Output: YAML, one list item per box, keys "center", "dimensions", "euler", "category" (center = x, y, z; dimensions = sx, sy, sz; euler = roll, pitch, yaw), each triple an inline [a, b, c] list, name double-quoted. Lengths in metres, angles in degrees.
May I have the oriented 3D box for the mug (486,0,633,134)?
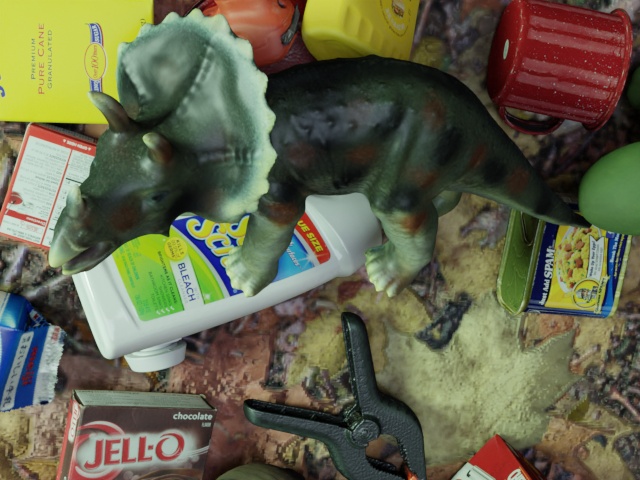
- center: [0.171, -0.127, 0.802]
  dimensions: [0.081, 0.093, 0.117]
  euler: [10, 140, -7]
  category: "mug"

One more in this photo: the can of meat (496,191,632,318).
- center: [0.196, 0.011, 0.852]
  dimensions: [0.084, 0.057, 0.102]
  euler: [6, 104, -12]
  category: "can of meat"

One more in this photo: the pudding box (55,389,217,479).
- center: [-0.145, 0.165, 0.836]
  dimensions: [0.113, 0.039, 0.090]
  euler: [5, 105, -30]
  category: "pudding box"

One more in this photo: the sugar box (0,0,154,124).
- center: [-0.207, -0.131, 0.756]
  dimensions: [0.176, 0.048, 0.093]
  euler: [0, 105, -10]
  category: "sugar box"

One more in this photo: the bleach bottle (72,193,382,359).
- center: [-0.055, 0.001, 0.792]
  dimensions: [0.250, 0.068, 0.102]
  euler: [-20, 86, -18]
  category: "bleach bottle"

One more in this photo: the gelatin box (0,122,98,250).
- center: [-0.193, -0.036, 0.793]
  dimensions: [0.073, 0.030, 0.089]
  euler: [18, 102, -14]
  category: "gelatin box"

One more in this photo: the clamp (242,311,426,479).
- center: [0.035, 0.140, 0.872]
  dimensions: [0.171, 0.039, 0.120]
  euler: [38, 101, -22]
  category: "clamp"

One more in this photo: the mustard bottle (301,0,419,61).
- center: [0.044, -0.210, 0.745]
  dimensions: [0.096, 0.058, 0.191]
  euler: [29, 71, -52]
  category: "mustard bottle"
